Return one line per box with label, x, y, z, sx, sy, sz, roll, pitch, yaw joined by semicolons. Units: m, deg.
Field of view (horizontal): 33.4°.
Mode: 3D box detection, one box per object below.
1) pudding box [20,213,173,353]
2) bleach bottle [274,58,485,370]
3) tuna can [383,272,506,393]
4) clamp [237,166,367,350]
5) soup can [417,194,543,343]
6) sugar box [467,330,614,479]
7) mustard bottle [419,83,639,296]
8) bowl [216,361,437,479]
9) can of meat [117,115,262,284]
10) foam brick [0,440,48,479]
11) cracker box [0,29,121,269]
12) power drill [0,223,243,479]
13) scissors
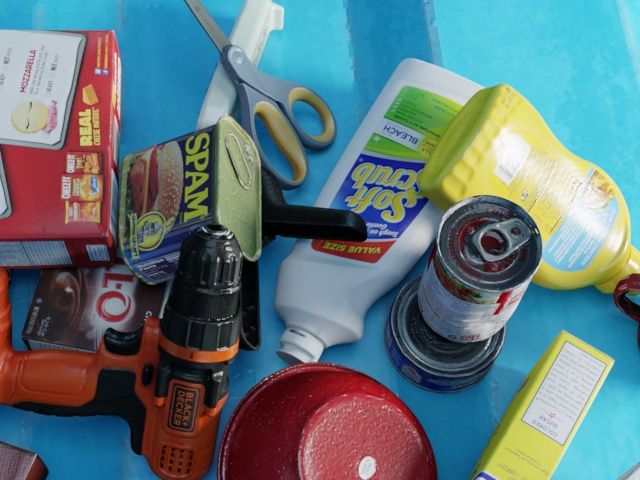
pudding box;-0.155;0.034;0.772;0.090;0.039;0.113;10;65;2
bleach bottle;0.046;-0.013;0.793;0.102;0.068;0.250;26;69;9
tuna can;0.090;0.065;0.773;0.086;0.034;0.086;1;65;-2
clamp;-0.055;0.001;0.764;0.120;0.039;0.172;-48;44;-10
soup can;0.104;0.022;0.717;0.068;0.102;0.068;1;65;-2
sugar box;0.125;0.152;0.702;0.048;0.093;0.176;33;67;12
mustard bottle;0.168;-0.020;0.776;0.191;0.058;0.096;38;75;-17
bowl;0.017;0.150;0.690;0.162;0.055;0.162;10;65;-21
can of meat;-0.090;-0.026;0.738;0.084;0.057;0.102;-16;57;22
foam brick;-0.228;0.158;0.704;0.078;0.053;0.051;17;65;6
cracker box;-0.250;-0.063;0.749;0.213;0.072;0.164;-1;68;-5
power drill;-0.147;0.063;0.693;0.187;0.184;0.057;11;20;2
scissors;-0.049;-0.137;0.821;0.096;0.016;0.202;-26;93;-41
